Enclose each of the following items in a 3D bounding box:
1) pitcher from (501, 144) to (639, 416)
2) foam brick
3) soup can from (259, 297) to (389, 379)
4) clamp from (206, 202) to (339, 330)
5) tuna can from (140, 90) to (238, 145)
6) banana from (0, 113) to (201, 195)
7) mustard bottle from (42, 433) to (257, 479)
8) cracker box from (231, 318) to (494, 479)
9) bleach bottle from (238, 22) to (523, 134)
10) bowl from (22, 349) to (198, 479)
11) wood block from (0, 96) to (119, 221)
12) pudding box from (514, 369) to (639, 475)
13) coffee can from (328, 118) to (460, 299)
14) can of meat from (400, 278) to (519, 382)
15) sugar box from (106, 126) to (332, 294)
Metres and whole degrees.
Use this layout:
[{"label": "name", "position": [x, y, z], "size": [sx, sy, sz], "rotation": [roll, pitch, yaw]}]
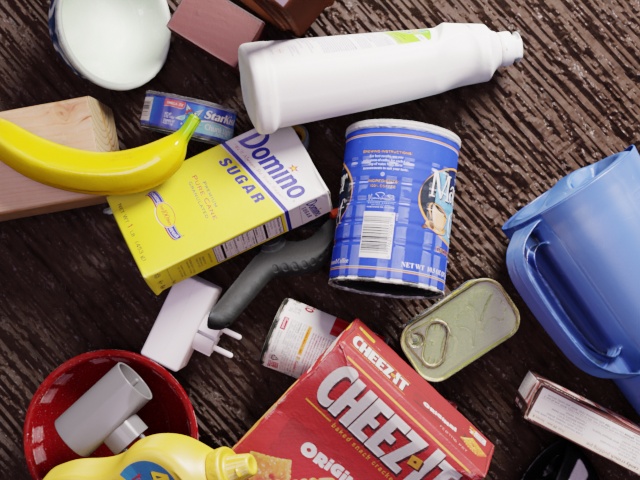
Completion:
[{"label": "pitcher", "position": [0.268, 0.054, 0.921], "size": [0.149, 0.145, 0.243], "rotation": [-33, 91, 9]}, {"label": "foam brick", "position": [-0.094, -0.195, 0.985], "size": [0.078, 0.053, 0.051], "rotation": [32, 91, 3]}, {"label": "soup can", "position": [0.003, 0.101, 0.971], "size": [0.102, 0.068, 0.068], "rotation": [22, 91, 4]}, {"label": "clamp", "position": [-0.056, 0.001, 0.972], "size": [0.171, 0.039, 0.120], "rotation": [-28, 63, -22]}, {"label": "tuna can", "position": [-0.120, -0.110, 0.970], "size": [0.086, 0.086, 0.034], "rotation": [12, 92, 3]}, {"label": "banana", "position": [-0.201, -0.073, 0.913], "size": [0.198, 0.037, 0.069], "rotation": [1, 73, 2]}, {"label": "mustard bottle", "position": [-0.138, 0.213, 0.899], "size": [0.192, 0.058, 0.096], "rotation": [-21, 102, 21]}, {"label": "cracker box", "position": [0.015, 0.201, 0.919], "size": [0.164, 0.072, 0.214], "rotation": [43, 110, 1]}, {"label": "bleach bottle", "position": [0.058, -0.152, 0.940], "size": [0.250, 0.102, 0.068], "rotation": [-9, 117, -9]}, {"label": "bowl", "position": [-0.188, 0.179, 0.988], "size": [0.162, 0.055, 0.162], "rotation": [0, 90, 4]}, {"label": "wood block", "position": [-0.294, -0.066, 0.979], "size": [0.206, 0.090, 0.091], "rotation": [-10, 89, 3]}, {"label": "pudding box", "position": [0.232, 0.159, 0.944], "size": [0.113, 0.090, 0.039], "rotation": [25, 92, 4]}, {"label": "coffee can", "position": [0.065, -0.025, 0.939], "size": [0.103, 0.103, 0.140], "rotation": [6, 81, 3]}, {"label": "can of meat", "position": [0.122, 0.077, 0.955], "size": [0.102, 0.084, 0.057], "rotation": [-34, 88, 3]}, {"label": "sugar box", "position": [-0.088, -0.033, 0.939], "size": [0.176, 0.048, 0.093], "rotation": [-27, 65, -5]}]
